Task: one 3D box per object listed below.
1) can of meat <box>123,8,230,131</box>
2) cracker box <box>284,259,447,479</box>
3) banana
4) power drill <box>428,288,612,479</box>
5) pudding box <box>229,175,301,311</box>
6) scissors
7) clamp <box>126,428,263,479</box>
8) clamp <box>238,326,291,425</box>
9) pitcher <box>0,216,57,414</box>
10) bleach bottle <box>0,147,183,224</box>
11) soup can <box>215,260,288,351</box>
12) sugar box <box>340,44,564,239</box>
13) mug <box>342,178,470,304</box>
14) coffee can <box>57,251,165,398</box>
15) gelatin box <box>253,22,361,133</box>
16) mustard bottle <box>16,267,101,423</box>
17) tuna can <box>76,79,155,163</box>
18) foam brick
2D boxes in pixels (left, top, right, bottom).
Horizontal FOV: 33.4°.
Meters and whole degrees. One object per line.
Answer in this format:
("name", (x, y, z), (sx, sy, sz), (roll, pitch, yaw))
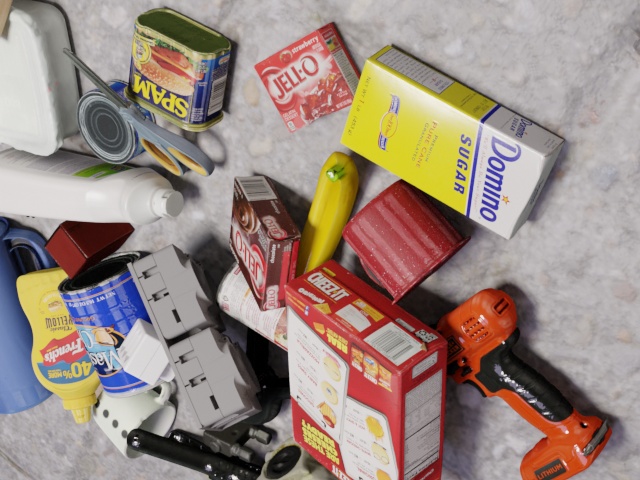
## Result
("can of meat", (-0.138, -0.168, 1.041), (0.102, 0.057, 0.084), (29, 129, 20))
("cracker box", (0.044, 0.148, 1.036), (0.164, 0.072, 0.214), (34, 140, 39))
("banana", (0.002, -0.023, 1.017), (0.037, 0.069, 0.198), (34, 143, 15))
("power drill", (0.165, 0.150, 1.008), (0.187, 0.057, 0.185), (46, 142, 3))
("pudding box", (-0.057, 0.001, 1.059), (0.113, 0.039, 0.090), (-118, 30, -48))
("scissors", (-0.169, -0.117, 1.049), (0.096, 0.016, 0.201), (20, 161, 29))
("clamp", (-0.122, 0.266, 1.263), (0.210, 0.164, 0.036), (18, 84, 20))
("clamp", (-0.070, 0.148, 1.200), (0.172, 0.039, 0.120), (-39, 77, 43))
("pitcher", (-0.413, 0.097, 1.375), (0.149, 0.144, 0.243), (12, 128, 45))
("bleach bottle", (-0.260, -0.054, 1.170), (0.251, 0.102, 0.068), (11, 118, 33))
("soup can", (-0.049, 0.067, 1.112), (0.102, 0.068, 0.069), (30, 131, 20))
("sugar box", (0.109, -0.084, 0.914), (0.176, 0.048, 0.093), (33, 132, 18))
("mug", (0.070, 0.003, 0.972), (0.081, 0.093, 0.117), (49, 148, 8))
("coffee can", (-0.230, 0.097, 1.243), (0.103, 0.102, 0.140), (-6, 113, 39))
("gelatin box", (-0.010, -0.147, 0.975), (0.089, 0.030, 0.073), (-19, 104, 42))
("mustard bottle", (-0.306, 0.128, 1.303), (0.096, 0.058, 0.191), (-9, 95, 4))
("tuna can", (-0.220, -0.126, 1.143), (0.086, 0.033, 0.086), (19, 126, 27))
("foam brick", (-0.266, -0.003, 1.225), (0.053, 0.078, 0.051), (50, 135, 3))
